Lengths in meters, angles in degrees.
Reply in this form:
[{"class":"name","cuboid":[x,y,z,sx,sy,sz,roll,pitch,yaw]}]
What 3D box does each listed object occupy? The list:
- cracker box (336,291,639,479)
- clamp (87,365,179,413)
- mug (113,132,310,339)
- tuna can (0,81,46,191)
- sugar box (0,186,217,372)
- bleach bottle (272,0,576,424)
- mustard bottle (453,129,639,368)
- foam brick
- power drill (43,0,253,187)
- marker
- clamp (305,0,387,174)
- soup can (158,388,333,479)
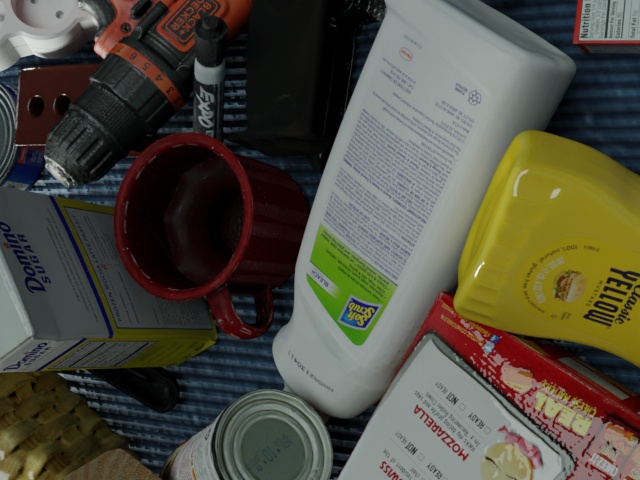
[{"class":"cracker box","cuboid":[0.085,0.157,0.533,0.164,0.072,0.214,33,102,27]},{"class":"clamp","cuboid":[-0.188,0.042,0.676,0.036,0.164,0.210,-61,40,16]},{"class":"mug","cuboid":[-0.054,0.001,0.615,0.093,0.081,0.117,-27,73,24]},{"class":"tuna can","cuboid":[-0.231,-0.069,0.743,0.086,0.033,0.086,-3,84,28]},{"class":"sugar box","cuboid":[-0.134,0.025,0.602,0.048,0.176,0.093,-34,71,21]},{"class":"bleach bottle","cuboid":[0.031,-0.005,0.565,0.103,0.067,0.251,42,118,32]},{"class":"mustard bottle","cuboid":[0.164,0.021,0.482,0.191,0.058,0.096,18,128,0]},{"class":"foam brick","cuboid":[-0.151,-0.083,0.691,0.078,0.051,0.053,1,86,28]},{"class":"power drill","cuboid":[-0.145,-0.148,0.630,0.187,0.057,0.184,41,76,-1]},{"class":"marker","cuboid":[-0.065,-0.084,0.618,0.020,0.121,0.020,3,56,-5]},{"class":"clamp","cuboid":[0.029,-0.133,0.607,0.120,0.039,0.171,-15,85,20]},{"class":"soup can","cuboid":[-0.043,0.126,0.580,0.102,0.068,0.068,-46,62,55]}]
